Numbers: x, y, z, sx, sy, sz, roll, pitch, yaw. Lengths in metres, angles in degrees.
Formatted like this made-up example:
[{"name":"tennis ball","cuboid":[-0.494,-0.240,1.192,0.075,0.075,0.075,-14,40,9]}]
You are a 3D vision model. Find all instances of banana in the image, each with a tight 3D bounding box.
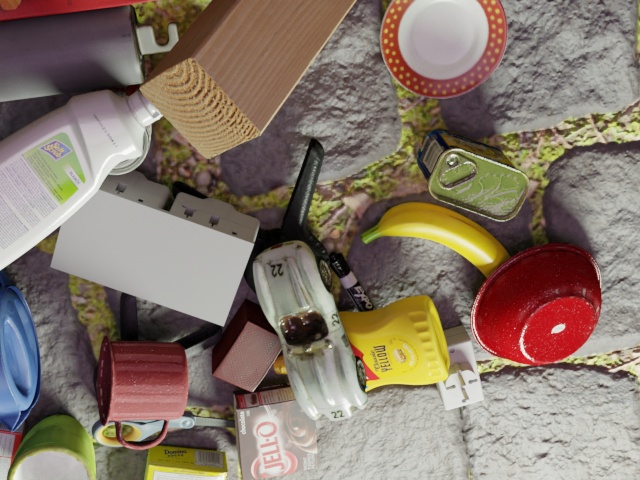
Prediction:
[{"name":"banana","cuboid":[0.145,0.003,1.164,0.197,0.037,0.070,22,128,-14]}]

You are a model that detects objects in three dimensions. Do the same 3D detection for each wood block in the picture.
[{"name":"wood block","cuboid":[-0.059,-0.183,0.962,0.090,0.205,0.090,46,145,-22]}]

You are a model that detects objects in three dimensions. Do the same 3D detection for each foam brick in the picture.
[{"name":"foam brick","cuboid":[-0.079,0.116,1.175,0.053,0.051,0.078,29,107,-18]}]

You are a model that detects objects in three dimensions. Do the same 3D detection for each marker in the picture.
[{"name":"marker","cuboid":[0.042,0.062,1.183,0.020,0.020,0.121,-29,113,6]}]

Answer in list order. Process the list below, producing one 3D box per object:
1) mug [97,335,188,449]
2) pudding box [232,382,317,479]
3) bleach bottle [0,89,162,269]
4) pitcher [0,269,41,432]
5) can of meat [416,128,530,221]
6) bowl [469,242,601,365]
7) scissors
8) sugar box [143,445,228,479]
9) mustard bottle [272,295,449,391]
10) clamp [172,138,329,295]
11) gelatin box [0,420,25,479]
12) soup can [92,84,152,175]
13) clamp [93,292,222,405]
[{"name":"mug","cuboid":[-0.185,0.158,1.109,0.081,0.093,0.117,3,77,-20]},{"name":"pudding box","cuboid":[-0.052,0.217,1.217,0.090,0.039,0.113,-9,120,-11]},{"name":"bleach bottle","cuboid":[-0.250,-0.053,0.965,0.251,0.068,0.102,-31,116,5]},{"name":"pitcher","cuboid":[-0.422,0.118,1.103,0.243,0.149,0.145,-9,132,0]},{"name":"can of meat","cuboid":[0.154,-0.071,1.104,0.102,0.084,0.057,18,110,-14]},{"name":"bowl","cuboid":[0.249,0.084,1.177,0.162,0.055,0.162,-9,125,-14]},{"name":"scissors","cuboid":[-0.170,0.213,1.209,0.201,0.016,0.096,25,118,-32]},{"name":"sugar box","cuboid":[-0.169,0.328,1.259,0.093,0.048,0.176,8,115,-10]},{"name":"mustard bottle","cuboid":[0.039,0.122,1.173,0.192,0.058,0.096,-12,114,17]},{"name":"clamp","cuboid":[-0.057,0.001,1.135,0.164,0.036,0.210,-10,118,8]},{"name":"gelatin box","cuboid":[-0.382,0.232,1.200,0.089,0.030,0.073,11,113,-11]},{"name":"soup can","cuboid":[-0.198,-0.111,1.035,0.068,0.102,0.068,-2,113,-6]},{"name":"clamp","cuboid":[-0.203,0.126,1.170,0.120,0.039,0.171,38,104,-20]}]
